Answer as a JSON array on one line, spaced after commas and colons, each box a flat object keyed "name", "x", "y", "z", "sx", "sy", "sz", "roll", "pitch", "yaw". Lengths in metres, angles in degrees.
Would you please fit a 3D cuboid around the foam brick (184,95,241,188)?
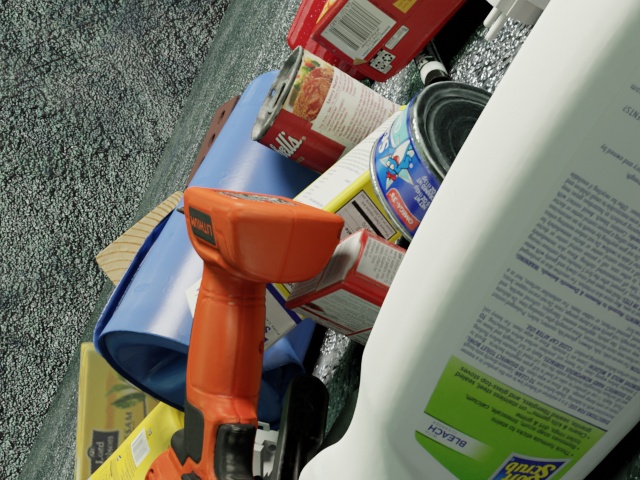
[{"name": "foam brick", "x": -0.069, "y": -0.072, "z": 0.882, "sx": 0.053, "sy": 0.051, "sz": 0.078, "roll": -18, "pitch": 49, "yaw": 66}]

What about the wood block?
[{"name": "wood block", "x": -0.130, "y": 0.033, "z": 0.949, "sx": 0.090, "sy": 0.090, "sz": 0.206, "roll": -40, "pitch": -2, "yaw": -10}]

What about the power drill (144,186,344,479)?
[{"name": "power drill", "x": -0.036, "y": 0.074, "z": 0.475, "sx": 0.185, "sy": 0.057, "sz": 0.188, "roll": -156, "pitch": 74, "yaw": -68}]

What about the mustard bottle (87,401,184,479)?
[{"name": "mustard bottle", "x": -0.160, "y": 0.212, "z": 0.816, "sx": 0.192, "sy": 0.058, "sz": 0.096, "roll": -46, "pitch": 29, "yaw": 5}]

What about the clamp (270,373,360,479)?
[{"name": "clamp", "x": -0.010, "y": 0.142, "z": 0.528, "sx": 0.120, "sy": 0.039, "sz": 0.171, "roll": 138, "pitch": 149, "yaw": -68}]

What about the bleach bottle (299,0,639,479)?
[{"name": "bleach bottle", "x": 0.059, "y": 0.027, "z": 0.337, "sx": 0.251, "sy": 0.102, "sz": 0.068, "roll": -57, "pitch": 12, "yaw": 23}]

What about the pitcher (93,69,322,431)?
[{"name": "pitcher", "x": -0.055, "y": 0.001, "z": 0.756, "sx": 0.145, "sy": 0.149, "sz": 0.242, "roll": 115, "pitch": 178, "yaw": -62}]

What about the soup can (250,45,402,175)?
[{"name": "soup can", "x": 0.015, "y": -0.073, "z": 0.697, "sx": 0.069, "sy": 0.102, "sz": 0.068, "roll": -58, "pitch": 14, "yaw": 24}]

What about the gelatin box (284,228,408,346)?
[{"name": "gelatin box", "x": 0.032, "y": 0.029, "z": 0.505, "sx": 0.030, "sy": 0.073, "sz": 0.089, "roll": -68, "pitch": 13, "yaw": -17}]

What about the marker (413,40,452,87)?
[{"name": "marker", "x": 0.075, "y": -0.120, "z": 0.734, "sx": 0.020, "sy": 0.020, "sz": 0.121, "roll": -59, "pitch": 14, "yaw": 21}]

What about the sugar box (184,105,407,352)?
[{"name": "sugar box", "x": 0.004, "y": -0.005, "z": 0.604, "sx": 0.176, "sy": 0.048, "sz": 0.093, "roll": -43, "pitch": 12, "yaw": -2}]

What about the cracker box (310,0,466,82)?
[{"name": "cracker box", "x": 0.085, "y": -0.234, "z": 0.761, "sx": 0.164, "sy": 0.072, "sz": 0.213, "roll": -45, "pitch": 18, "yaw": 42}]

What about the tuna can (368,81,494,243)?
[{"name": "tuna can", "x": 0.065, "y": -0.026, "z": 0.453, "sx": 0.034, "sy": 0.086, "sz": 0.086, "roll": -50, "pitch": 19, "yaw": 41}]

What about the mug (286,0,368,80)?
[{"name": "mug", "x": 0.022, "y": -0.197, "z": 0.938, "sx": 0.117, "sy": 0.093, "sz": 0.082, "roll": -87, "pitch": 22, "yaw": -66}]
